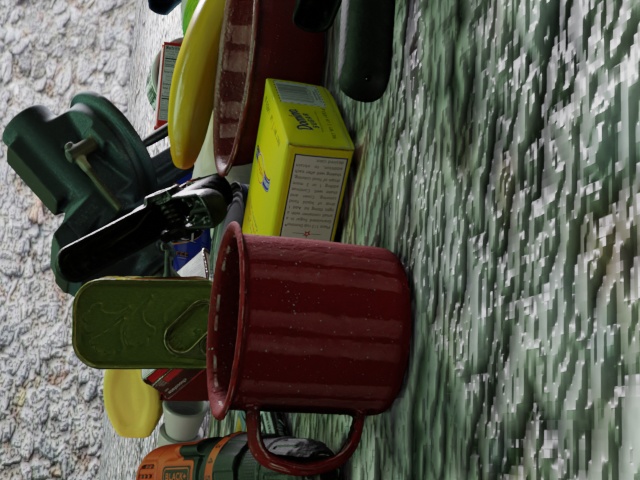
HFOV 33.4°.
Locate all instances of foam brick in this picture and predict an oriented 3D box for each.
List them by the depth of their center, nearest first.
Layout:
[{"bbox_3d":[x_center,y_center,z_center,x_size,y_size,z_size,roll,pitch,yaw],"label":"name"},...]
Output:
[{"bbox_3d":[-0.127,0.109,1.031,0.078,0.051,0.053,-99,20,-44],"label":"foam brick"}]

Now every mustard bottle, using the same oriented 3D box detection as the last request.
[{"bbox_3d":[-0.173,0.127,1.131,0.191,0.058,0.096,-65,-27,-73],"label":"mustard bottle"}]

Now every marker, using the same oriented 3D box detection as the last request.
[{"bbox_3d":[-0.030,0.129,0.699,0.121,0.020,0.020,-112,30,-61],"label":"marker"}]

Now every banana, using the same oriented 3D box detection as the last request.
[{"bbox_3d":[-0.078,-0.153,0.830,0.069,0.037,0.197,47,-119,-55],"label":"banana"}]

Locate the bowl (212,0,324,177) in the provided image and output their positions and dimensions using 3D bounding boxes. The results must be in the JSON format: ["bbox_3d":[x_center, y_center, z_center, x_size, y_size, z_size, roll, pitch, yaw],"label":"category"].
[{"bbox_3d":[-0.035,-0.121,0.731,0.162,0.055,0.162,-175,90,-76],"label":"bowl"}]

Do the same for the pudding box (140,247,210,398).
[{"bbox_3d":[-0.118,0.072,0.951,0.090,0.039,0.113,-39,34,16],"label":"pudding box"}]

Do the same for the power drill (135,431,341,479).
[{"bbox_3d":[-0.047,0.205,0.613,0.185,0.057,0.187,-18,69,53],"label":"power drill"}]

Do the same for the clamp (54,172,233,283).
[{"bbox_3d":[-0.097,-0.020,0.738,0.171,0.120,0.039,-49,-58,-65],"label":"clamp"}]

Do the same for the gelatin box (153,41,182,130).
[{"bbox_3d":[-0.128,-0.152,1.078,0.030,0.073,0.089,178,97,-76],"label":"gelatin box"}]

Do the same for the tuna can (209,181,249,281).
[{"bbox_3d":[-0.055,0.001,0.796,0.086,0.033,0.086,-170,90,-71],"label":"tuna can"}]

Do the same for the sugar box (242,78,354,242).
[{"bbox_3d":[-0.023,-0.001,0.664,0.093,0.048,0.176,-107,27,-57],"label":"sugar box"}]

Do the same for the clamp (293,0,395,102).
[{"bbox_3d":[0.024,-0.188,0.557,0.165,0.036,0.210,-127,46,-69],"label":"clamp"}]

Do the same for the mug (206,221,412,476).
[{"bbox_3d":[-0.006,0.052,0.502,0.093,0.081,0.117,123,149,-62],"label":"mug"}]

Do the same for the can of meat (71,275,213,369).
[{"bbox_3d":[-0.111,0.052,0.714,0.084,0.102,0.057,-170,81,-81],"label":"can of meat"}]
